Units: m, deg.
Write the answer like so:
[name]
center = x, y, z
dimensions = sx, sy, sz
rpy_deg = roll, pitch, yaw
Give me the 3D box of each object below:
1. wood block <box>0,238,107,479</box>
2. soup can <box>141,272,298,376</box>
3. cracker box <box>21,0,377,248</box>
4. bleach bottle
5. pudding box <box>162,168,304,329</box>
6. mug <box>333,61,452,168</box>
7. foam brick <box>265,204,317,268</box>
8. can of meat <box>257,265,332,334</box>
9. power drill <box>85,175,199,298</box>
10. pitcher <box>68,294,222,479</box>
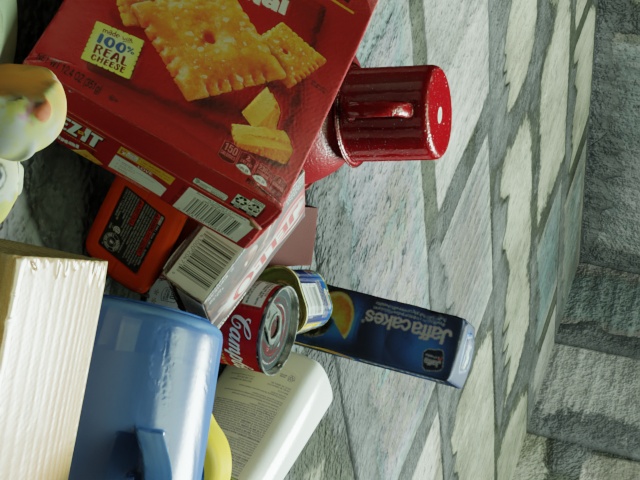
[wood block]
center = -0.186, 0.102, 0.551
dimensions = 0.090, 0.090, 0.206
rpy_deg = 10, 90, -71
[soup can]
center = -0.076, 0.058, 0.805
dimensions = 0.068, 0.102, 0.068
rpy_deg = 11, 90, -70
[cracker box]
center = -0.064, -0.128, 0.648
dimensions = 0.072, 0.164, 0.213
rpy_deg = -38, -155, 58
[bleach bottle]
center = -0.089, 0.196, 0.877
dimensions = 0.250, 0.103, 0.068
rpy_deg = -54, 140, -37
[pudding box]
center = -0.055, 0.001, 0.719
dimensions = 0.113, 0.039, 0.090
rpy_deg = -51, 169, -14
[mug]
center = 0.061, -0.110, 0.914
dimensions = 0.117, 0.082, 0.093
rpy_deg = 0, 91, -67
[foam brick]
center = -0.047, -0.007, 0.899
dimensions = 0.078, 0.051, 0.053
rpy_deg = -2, 103, -54
[can of meat]
center = -0.047, 0.059, 0.885
dimensions = 0.083, 0.102, 0.057
rpy_deg = 6, 65, -72
[power drill]
center = -0.071, -0.048, 0.751
dimensions = 0.187, 0.057, 0.185
rpy_deg = -30, 153, -59
[pitcher]
center = -0.132, 0.160, 0.658
dimensions = 0.145, 0.149, 0.243
rpy_deg = 39, 61, -68
